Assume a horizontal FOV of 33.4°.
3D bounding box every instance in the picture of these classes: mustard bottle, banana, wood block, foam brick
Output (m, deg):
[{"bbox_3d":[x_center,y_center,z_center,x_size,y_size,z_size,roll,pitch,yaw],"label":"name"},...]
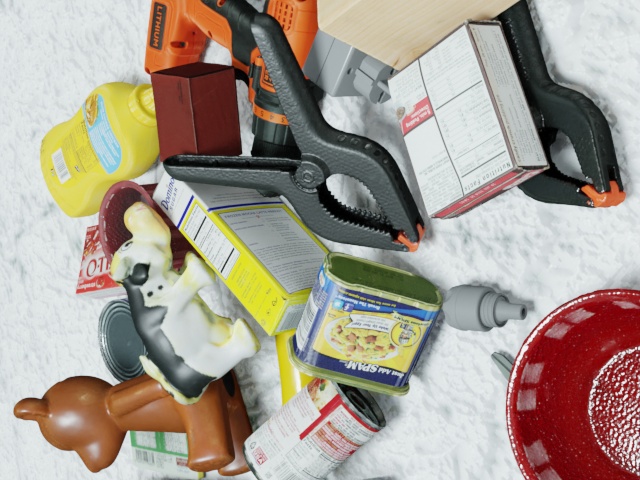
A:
[{"bbox_3d":[-0.206,-0.102,1.054,0.192,0.058,0.096,-31,74,42],"label":"mustard bottle"},{"bbox_3d":[-0.026,0.158,0.941,0.070,0.037,0.198,20,110,38],"label":"banana"},{"bbox_3d":[0.097,-0.210,0.713,0.207,0.090,0.090,-30,52,42],"label":"wood block"},{"bbox_3d":[-0.103,-0.105,0.890,0.053,0.051,0.078,15,116,42],"label":"foam brick"}]

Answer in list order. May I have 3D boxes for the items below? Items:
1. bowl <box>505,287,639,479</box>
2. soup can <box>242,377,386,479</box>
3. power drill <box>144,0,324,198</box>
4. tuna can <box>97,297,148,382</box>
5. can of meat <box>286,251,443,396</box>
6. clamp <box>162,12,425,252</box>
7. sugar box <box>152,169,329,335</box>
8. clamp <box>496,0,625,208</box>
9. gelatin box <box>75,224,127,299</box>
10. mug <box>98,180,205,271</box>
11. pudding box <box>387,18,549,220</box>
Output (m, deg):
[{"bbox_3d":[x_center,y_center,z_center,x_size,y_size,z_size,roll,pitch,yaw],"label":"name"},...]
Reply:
[{"bbox_3d":[0.204,0.113,0.694,0.162,0.055,0.162,-4,83,39],"label":"bowl"},{"bbox_3d":[-0.006,0.159,0.876,0.102,0.068,0.068,-43,65,10],"label":"soup can"},{"bbox_3d":[-0.074,-0.149,0.926,0.188,0.057,0.184,30,118,35],"label":"power drill"},{"bbox_3d":[-0.184,0.098,1.062,0.086,0.033,0.086,9,103,43],"label":"tuna can"},{"bbox_3d":[0.035,0.064,0.828,0.057,0.102,0.084,-102,30,-63],"label":"can of meat"},{"bbox_3d":[-0.014,-0.053,0.826,0.210,0.036,0.165,40,126,-8],"label":"clamp"},{"bbox_3d":[-0.056,0.001,0.906,0.176,0.093,0.048,45,122,30],"label":"sugar box"},{"bbox_3d":[0.140,-0.077,0.747,0.120,0.039,0.171,-54,54,42],"label":"clamp"},{"bbox_3d":[-0.208,0.018,1.079,0.089,0.030,0.073,-10,68,44],"label":"gelatin box"},{"bbox_3d":[-0.150,-0.002,1.002,0.093,0.081,0.117,27,114,38],"label":"mug"},{"bbox_3d":[0.099,-0.082,0.737,0.090,0.039,0.113,-31,71,47],"label":"pudding box"}]
